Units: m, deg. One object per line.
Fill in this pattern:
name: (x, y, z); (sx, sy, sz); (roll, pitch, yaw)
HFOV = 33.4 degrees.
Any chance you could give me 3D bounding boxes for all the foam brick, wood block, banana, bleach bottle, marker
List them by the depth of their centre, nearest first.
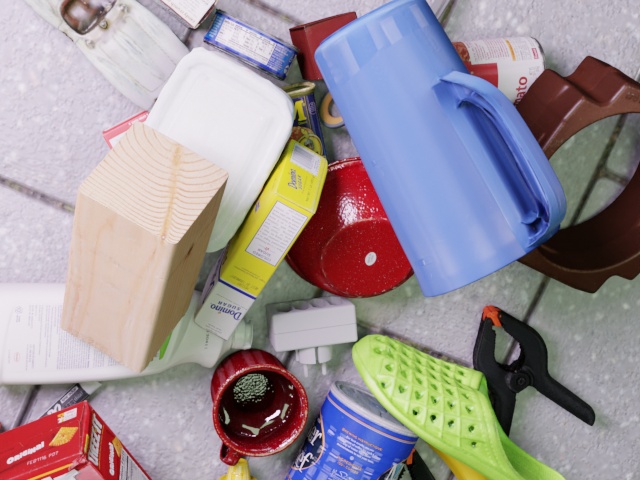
wood block: (-0.153, 0.012, 0.905); (0.090, 0.206, 0.090); (30, 51, 4)
foam brick: (0.007, -0.183, 1.003); (0.053, 0.078, 0.051); (-18, 102, -8)
bleach bottle: (-0.191, 0.094, 1.025); (0.250, 0.068, 0.102); (3, 99, -14)
marker: (-0.265, 0.174, 1.046); (0.121, 0.020, 0.020); (-42, 106, -1)
banana: (0.160, 0.263, 1.131); (0.069, 0.037, 0.198); (-29, 101, -44)

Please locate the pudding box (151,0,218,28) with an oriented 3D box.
pudding box: (-0.147, -0.237, 0.955); (0.113, 0.090, 0.039); (36, 92, -15)

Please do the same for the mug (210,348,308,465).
mug: (-0.069, 0.166, 1.052); (0.093, 0.081, 0.117); (22, 95, -15)

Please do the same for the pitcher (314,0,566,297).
pitcher: (0.101, -0.085, 0.914); (0.149, 0.145, 0.243); (-27, 94, 13)

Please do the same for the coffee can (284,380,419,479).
coffee can: (0.027, 0.227, 1.072); (0.102, 0.103, 0.140); (25, 95, -15)

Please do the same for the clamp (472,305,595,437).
clamp: (0.220, 0.146, 1.128); (0.120, 0.039, 0.171); (-16, 104, -6)

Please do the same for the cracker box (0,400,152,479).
cracker box: (-0.236, 0.265, 0.991); (0.164, 0.072, 0.213); (-22, 127, 8)

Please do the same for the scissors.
scissors: (0.063, -0.176, 1.033); (0.016, 0.096, 0.201); (39, 69, -58)

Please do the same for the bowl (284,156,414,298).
bowl: (0.042, 0.001, 1.027); (0.162, 0.055, 0.162); (-5, 126, -7)

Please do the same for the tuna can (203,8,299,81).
tuna can: (-0.064, -0.180, 0.985); (0.086, 0.086, 0.034); (25, 96, -15)

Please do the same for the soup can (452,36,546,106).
soup can: (0.161, -0.162, 1.042); (0.102, 0.068, 0.068); (-6, 102, -11)

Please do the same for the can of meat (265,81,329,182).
can of meat: (-0.047, -0.099, 1.020); (0.102, 0.057, 0.084); (-15, 105, -9)

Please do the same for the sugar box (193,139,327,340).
sugar box: (-0.057, 0.001, 0.978); (0.048, 0.093, 0.176); (30, 124, -11)
